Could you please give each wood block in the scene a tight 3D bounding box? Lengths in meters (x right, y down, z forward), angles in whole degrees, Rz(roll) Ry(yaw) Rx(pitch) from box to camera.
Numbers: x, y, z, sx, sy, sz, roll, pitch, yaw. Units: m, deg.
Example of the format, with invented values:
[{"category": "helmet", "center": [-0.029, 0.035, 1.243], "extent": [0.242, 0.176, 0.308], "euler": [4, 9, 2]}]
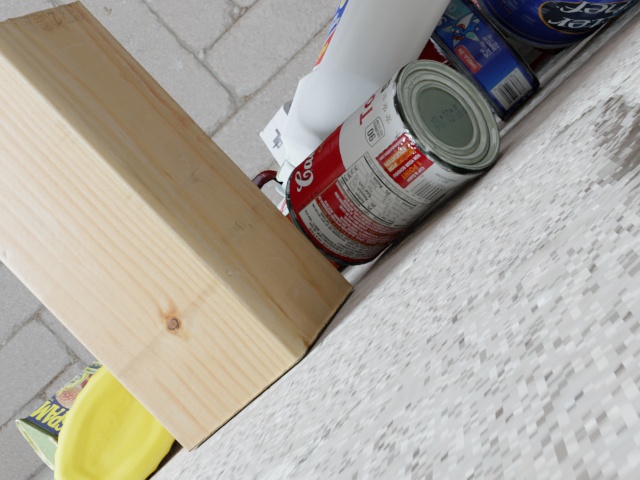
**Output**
[{"category": "wood block", "center": [-0.095, -0.010, 0.537], "extent": [0.091, 0.206, 0.090], "euler": [-42, 2, 27]}]

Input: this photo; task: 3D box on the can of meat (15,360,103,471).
[{"category": "can of meat", "center": [-0.183, 0.145, 0.857], "extent": [0.083, 0.057, 0.102], "euler": [-41, 24, -26]}]

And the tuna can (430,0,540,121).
[{"category": "tuna can", "center": [0.100, -0.119, 0.680], "extent": [0.034, 0.086, 0.086], "euler": [-41, 3, 10]}]

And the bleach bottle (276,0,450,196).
[{"category": "bleach bottle", "center": [0.038, -0.133, 0.623], "extent": [0.102, 0.068, 0.251], "euler": [-98, 33, -71]}]

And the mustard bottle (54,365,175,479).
[{"category": "mustard bottle", "center": [-0.109, 0.097, 0.662], "extent": [0.096, 0.058, 0.191], "euler": [-59, 2, 0]}]

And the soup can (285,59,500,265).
[{"category": "soup can", "center": [0.036, -0.039, 0.560], "extent": [0.102, 0.068, 0.068], "euler": [-40, 4, 44]}]
